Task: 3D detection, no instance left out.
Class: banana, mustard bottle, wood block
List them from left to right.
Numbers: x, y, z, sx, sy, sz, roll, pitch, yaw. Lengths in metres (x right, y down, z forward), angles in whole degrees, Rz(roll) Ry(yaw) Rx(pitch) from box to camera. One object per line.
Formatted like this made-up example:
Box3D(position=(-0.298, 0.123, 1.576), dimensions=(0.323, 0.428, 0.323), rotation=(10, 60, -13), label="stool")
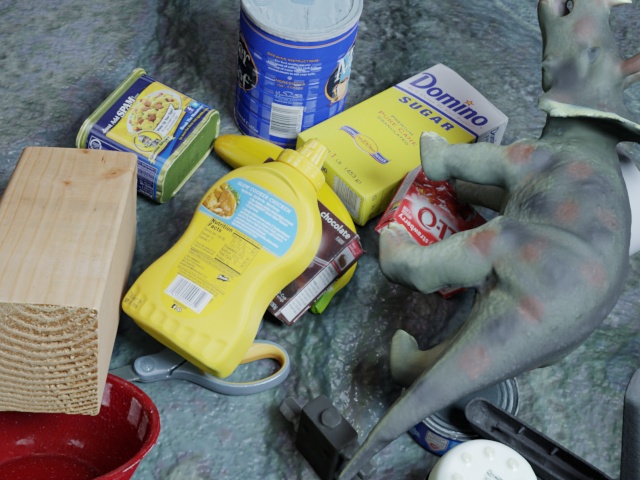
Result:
Box3D(position=(-0.188, 0.021, 0.764), dimensions=(0.090, 0.091, 0.206), rotation=(3, 33, -4), label="wood block")
Box3D(position=(-0.055, 0.001, 0.797), dimensions=(0.096, 0.058, 0.191), rotation=(29, 74, 24), label="mustard bottle")
Box3D(position=(-0.020, -0.030, 0.899), dimensions=(0.069, 0.037, 0.198), rotation=(-19, 57, -22), label="banana")

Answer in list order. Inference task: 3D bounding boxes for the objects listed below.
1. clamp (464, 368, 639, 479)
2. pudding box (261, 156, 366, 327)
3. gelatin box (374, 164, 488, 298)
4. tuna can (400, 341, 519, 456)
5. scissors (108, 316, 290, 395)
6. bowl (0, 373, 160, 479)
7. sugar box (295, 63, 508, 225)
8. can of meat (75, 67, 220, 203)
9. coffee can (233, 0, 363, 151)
Box3D(position=(0.206, 0.170, 0.699), dimensions=(0.210, 0.165, 0.036), rotation=(49, 57, -4), label="clamp")
Box3D(position=(-0.034, 0.001, 0.850), dimensions=(0.090, 0.039, 0.114), rotation=(-45, 63, -5), label="pudding box")
Box3D(position=(0.096, -0.009, 0.877), dimensions=(0.089, 0.030, 0.073), rotation=(43, 51, -14), label="gelatin box")
Box3D(position=(0.103, 0.119, 0.799), dimensions=(0.086, 0.034, 0.086), rotation=(3, 52, -5), label="tuna can")
Box3D(position=(-0.124, 0.081, 0.812), dimensions=(0.201, 0.016, 0.096), rotation=(1, 50, -6), label="scissors")
Box3D(position=(-0.188, 0.143, 0.707), dimensions=(0.162, 0.055, 0.162), rotation=(4, 21, -2), label="bowl")
Box3D(position=(0.073, -0.090, 0.953), dimensions=(0.176, 0.048, 0.093), rotation=(-32, 62, -26), label="sugar box")
Box3D(position=(-0.146, -0.089, 0.918), dimensions=(0.084, 0.057, 0.102), rotation=(27, 54, 11), label="can of meat")
Box3D(position=(-0.022, -0.160, 0.936), dimensions=(0.102, 0.140, 0.103), rotation=(3, 52, -5), label="coffee can")
